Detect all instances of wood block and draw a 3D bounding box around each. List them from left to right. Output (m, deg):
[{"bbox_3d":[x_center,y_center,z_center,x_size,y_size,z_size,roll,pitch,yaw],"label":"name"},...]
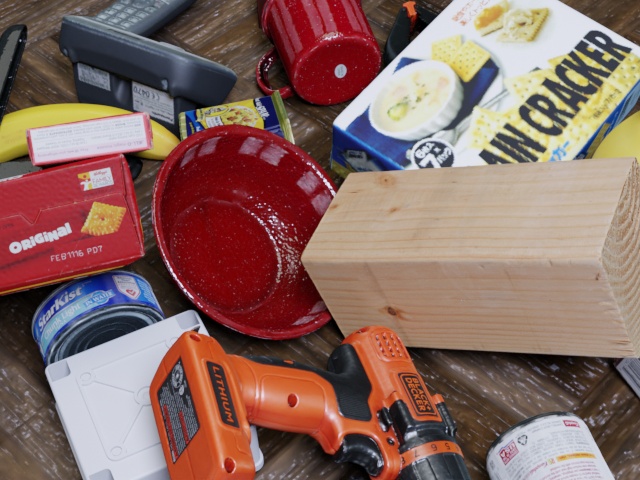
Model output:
[{"bbox_3d":[0.105,0.012,0.694,0.206,0.090,0.090,-1,43,35],"label":"wood block"}]

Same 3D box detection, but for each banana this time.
[{"bbox_3d":[-0.216,-0.081,0.886,0.197,0.037,0.069,-12,77,-3],"label":"banana"}]

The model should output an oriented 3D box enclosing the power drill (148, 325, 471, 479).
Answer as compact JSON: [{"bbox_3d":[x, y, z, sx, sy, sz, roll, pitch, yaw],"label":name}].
[{"bbox_3d":[0.003,0.123,0.623,0.187,0.057,0.184,11,38,-35],"label":"power drill"}]

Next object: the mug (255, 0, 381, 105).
[{"bbox_3d":[-0.006,-0.165,0.921,0.117,0.093,0.081,-32,52,16],"label":"mug"}]

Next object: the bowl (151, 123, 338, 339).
[{"bbox_3d":[-0.055,0.001,0.758,0.161,0.055,0.162,15,60,-28],"label":"bowl"}]

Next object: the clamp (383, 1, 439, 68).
[{"bbox_3d":[0.094,-0.137,0.915,0.120,0.039,0.171,-17,52,-19],"label":"clamp"}]

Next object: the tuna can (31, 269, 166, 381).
[{"bbox_3d":[-0.147,0.061,0.717,0.086,0.086,0.034,-21,53,-15],"label":"tuna can"}]

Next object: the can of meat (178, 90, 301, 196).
[{"bbox_3d":[-0.065,-0.073,0.840,0.084,0.057,0.102,-11,28,-4],"label":"can of meat"}]

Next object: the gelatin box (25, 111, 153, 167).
[{"bbox_3d":[-0.171,-0.076,0.795,0.089,0.030,0.073,-10,5,-10],"label":"gelatin box"}]

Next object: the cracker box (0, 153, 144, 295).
[{"bbox_3d":[-0.205,-0.006,0.713,0.164,0.072,0.214,-14,6,-10],"label":"cracker box"}]

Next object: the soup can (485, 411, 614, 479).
[{"bbox_3d":[0.145,0.160,0.624,0.068,0.068,0.102,-13,48,-9],"label":"soup can"}]

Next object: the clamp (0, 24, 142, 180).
[{"bbox_3d":[-0.270,-0.067,0.842,0.210,0.036,0.164,-32,78,-12],"label":"clamp"}]
